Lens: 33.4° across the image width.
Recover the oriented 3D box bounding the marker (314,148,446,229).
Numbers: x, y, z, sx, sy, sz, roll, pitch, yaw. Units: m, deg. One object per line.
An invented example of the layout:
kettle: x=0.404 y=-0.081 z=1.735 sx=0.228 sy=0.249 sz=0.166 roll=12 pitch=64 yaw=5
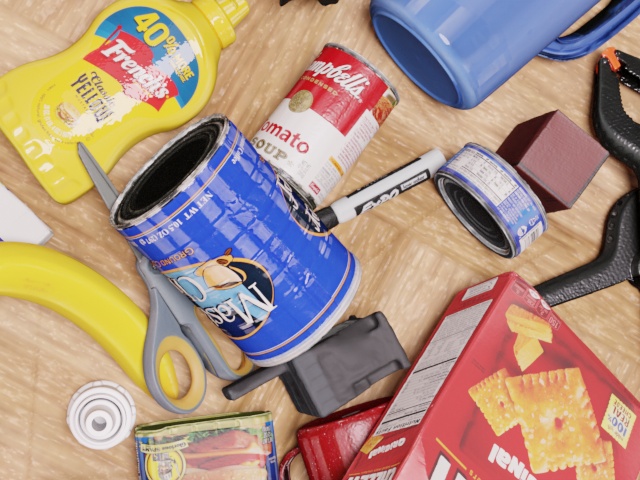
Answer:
marker: x=0.038 y=-0.034 z=0.789 sx=0.121 sy=0.020 sz=0.020 roll=-27 pitch=92 yaw=-9

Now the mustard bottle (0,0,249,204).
mustard bottle: x=-0.131 y=-0.115 z=0.745 sx=0.191 sy=0.058 sz=0.096 roll=-36 pitch=95 yaw=-10

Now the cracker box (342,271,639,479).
cracker box: x=0.123 y=0.149 z=0.710 sx=0.164 sy=0.072 sz=0.213 roll=46 pitch=51 yaw=-10

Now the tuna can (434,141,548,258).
tuna can: x=0.122 y=-0.028 z=0.770 sx=0.033 sy=0.086 sz=0.086 roll=-41 pitch=94 yaw=-7

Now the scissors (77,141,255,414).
scissors: x=-0.120 y=0.036 z=0.723 sx=0.201 sy=0.016 sz=0.096 roll=48 pitch=55 yaw=-23

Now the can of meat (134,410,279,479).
can of meat: x=-0.077 y=0.166 z=0.743 sx=0.102 sy=0.057 sz=0.084 roll=-6 pitch=86 yaw=-9

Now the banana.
banana: x=-0.169 y=0.048 z=0.718 sx=0.197 sy=0.037 sz=0.069 roll=29 pitch=75 yaw=-34

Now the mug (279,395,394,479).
mug: x=0.022 y=0.162 z=0.751 sx=0.117 sy=0.093 sz=0.081 roll=-21 pitch=85 yaw=26

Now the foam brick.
foam brick: x=0.163 y=-0.055 z=0.782 sx=0.053 sy=0.078 sz=0.051 roll=38 pitch=82 yaw=-8

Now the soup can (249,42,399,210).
soup can: x=0.000 y=-0.080 z=0.760 sx=0.068 sy=0.068 sz=0.102 roll=38 pitch=82 yaw=-6

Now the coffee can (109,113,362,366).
coffee can: x=-0.055 y=0.001 z=0.710 sx=0.102 sy=0.103 sz=0.140 roll=-47 pitch=113 yaw=-9

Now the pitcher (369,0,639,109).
pitcher: x=0.160 y=-0.203 z=0.771 sx=0.243 sy=0.145 sz=0.149 roll=-44 pitch=83 yaw=-5
